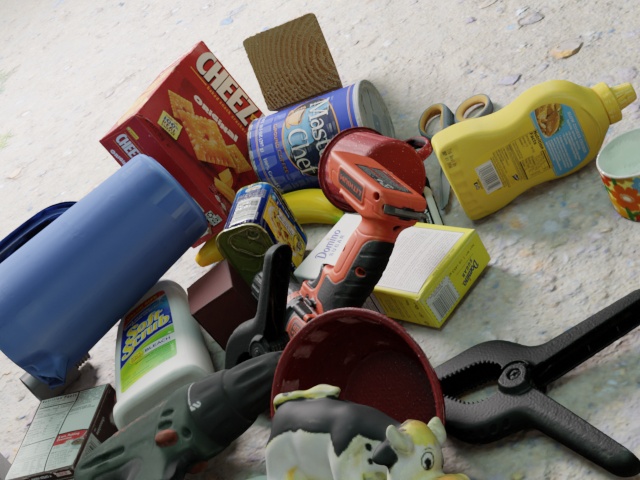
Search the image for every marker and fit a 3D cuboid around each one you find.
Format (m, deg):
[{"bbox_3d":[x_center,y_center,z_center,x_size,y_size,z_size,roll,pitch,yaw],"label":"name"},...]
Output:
[{"bbox_3d":[0.110,-0.033,1.084,0.020,0.020,0.121,-25,31,11],"label":"marker"}]

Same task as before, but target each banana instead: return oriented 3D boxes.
[{"bbox_3d":[-0.052,-0.019,1.189,0.198,0.037,0.069,-15,35,25],"label":"banana"}]

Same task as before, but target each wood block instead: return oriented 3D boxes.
[{"bbox_3d":[-0.029,-0.213,1.303,0.091,0.090,0.206,-21,6,5],"label":"wood block"}]

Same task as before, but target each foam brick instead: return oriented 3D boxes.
[{"bbox_3d":[-0.088,0.070,1.050,0.051,0.078,0.053,-34,30,8],"label":"foam brick"}]

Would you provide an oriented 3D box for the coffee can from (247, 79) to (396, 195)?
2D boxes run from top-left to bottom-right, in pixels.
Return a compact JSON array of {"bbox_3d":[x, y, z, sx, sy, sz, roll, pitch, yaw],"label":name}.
[{"bbox_3d":[0.003,-0.111,1.207,0.140,0.102,0.102,-17,34,23],"label":"coffee can"}]

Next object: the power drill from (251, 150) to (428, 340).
[{"bbox_3d":[0.012,0.018,0.970,0.185,0.057,0.188,41,117,47],"label":"power drill"}]

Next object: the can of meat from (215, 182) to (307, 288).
[{"bbox_3d":[-0.057,0.001,1.104,0.058,0.102,0.084,-17,32,22],"label":"can of meat"}]

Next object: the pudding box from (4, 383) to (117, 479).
[{"bbox_3d":[-0.251,0.199,1.054,0.090,0.039,0.113,-17,32,23],"label":"pudding box"}]

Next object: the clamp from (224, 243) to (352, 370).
[{"bbox_3d":[-0.035,0.100,0.941,0.039,0.172,0.120,-8,48,-37],"label":"clamp"}]

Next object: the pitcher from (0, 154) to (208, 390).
[{"bbox_3d":[-0.243,0.021,1.104,0.242,0.149,0.145,-43,10,-9],"label":"pitcher"}]

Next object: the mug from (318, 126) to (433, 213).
[{"bbox_3d":[0.066,-0.073,1.102,0.117,0.093,0.082,-29,21,-16],"label":"mug"}]

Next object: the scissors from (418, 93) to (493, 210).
[{"bbox_3d":[0.154,-0.104,1.150,0.096,0.016,0.202,-26,32,9],"label":"scissors"}]

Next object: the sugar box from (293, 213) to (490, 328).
[{"bbox_3d":[0.065,0.025,1.018,0.177,0.048,0.093,7,49,51],"label":"sugar box"}]

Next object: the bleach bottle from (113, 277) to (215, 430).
[{"bbox_3d":[-0.171,0.107,1.094,0.102,0.068,0.251,-34,29,0],"label":"bleach bottle"}]

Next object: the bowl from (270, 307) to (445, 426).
[{"bbox_3d":[0.039,0.132,0.833,0.162,0.162,0.055,-1,-2,37],"label":"bowl"}]

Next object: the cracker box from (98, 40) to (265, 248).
[{"bbox_3d":[-0.143,-0.118,1.249,0.072,0.164,0.213,-29,20,32],"label":"cracker box"}]

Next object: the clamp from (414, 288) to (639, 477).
[{"bbox_3d":[0.158,0.119,0.813,0.210,0.036,0.164,-16,36,28],"label":"clamp"}]

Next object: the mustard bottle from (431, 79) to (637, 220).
[{"bbox_3d":[0.209,-0.099,1.018,0.192,0.096,0.058,-26,31,9],"label":"mustard bottle"}]
